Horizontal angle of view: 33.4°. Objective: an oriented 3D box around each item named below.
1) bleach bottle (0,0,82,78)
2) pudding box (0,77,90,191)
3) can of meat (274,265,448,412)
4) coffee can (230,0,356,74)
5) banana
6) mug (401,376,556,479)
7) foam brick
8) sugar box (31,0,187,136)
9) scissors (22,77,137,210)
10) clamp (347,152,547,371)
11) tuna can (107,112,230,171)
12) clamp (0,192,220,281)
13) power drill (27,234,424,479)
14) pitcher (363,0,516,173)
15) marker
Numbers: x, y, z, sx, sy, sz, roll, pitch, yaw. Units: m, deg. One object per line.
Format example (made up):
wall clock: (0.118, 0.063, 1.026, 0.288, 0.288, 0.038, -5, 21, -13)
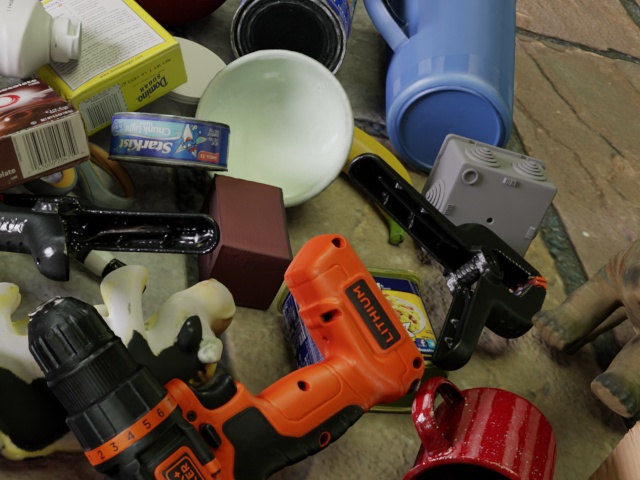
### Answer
bleach bottle: (-0.290, -0.141, 0.720, 0.250, 0.068, 0.102, 3, 41, -9)
pudding box: (-0.216, -0.063, 0.688, 0.113, 0.039, 0.090, -21, 32, -23)
can of meat: (0.029, 0.065, 0.715, 0.102, 0.058, 0.084, 6, 43, -25)
coffee can: (-0.019, -0.214, 0.975, 0.102, 0.103, 0.140, 21, 38, -7)
banana: (0.007, -0.077, 0.883, 0.198, 0.037, 0.069, 36, 37, 13)
mug: (0.090, 0.133, 0.637, 0.117, 0.093, 0.081, 55, 30, -14)
foam brick: (-0.055, 0.001, 0.745, 0.051, 0.053, 0.078, 11, 39, -19)
sugar box: (-0.188, -0.159, 0.815, 0.093, 0.048, 0.176, -32, 53, -19)
scissors: (-0.210, -0.087, 0.779, 0.202, 0.016, 0.096, 45, 29, 23)
clamp: (0.103, 0.015, 0.771, 0.209, 0.036, 0.164, 6, 54, -56)
tuna can: (-0.107, -0.069, 0.759, 0.086, 0.034, 0.086, 5, 2, 0)
clamp: (-0.159, -0.005, 0.633, 0.172, 0.039, 0.120, 5, 6, 33)
power drill: (-0.045, 0.074, 0.586, 0.187, 0.057, 0.184, -36, 97, -30)
pitcher: (0.112, -0.178, 0.990, 0.149, 0.145, 0.242, 0, 41, 8)
marker: (-0.166, 0.000, 0.708, 0.121, 0.020, 0.020, 34, 38, 9)
